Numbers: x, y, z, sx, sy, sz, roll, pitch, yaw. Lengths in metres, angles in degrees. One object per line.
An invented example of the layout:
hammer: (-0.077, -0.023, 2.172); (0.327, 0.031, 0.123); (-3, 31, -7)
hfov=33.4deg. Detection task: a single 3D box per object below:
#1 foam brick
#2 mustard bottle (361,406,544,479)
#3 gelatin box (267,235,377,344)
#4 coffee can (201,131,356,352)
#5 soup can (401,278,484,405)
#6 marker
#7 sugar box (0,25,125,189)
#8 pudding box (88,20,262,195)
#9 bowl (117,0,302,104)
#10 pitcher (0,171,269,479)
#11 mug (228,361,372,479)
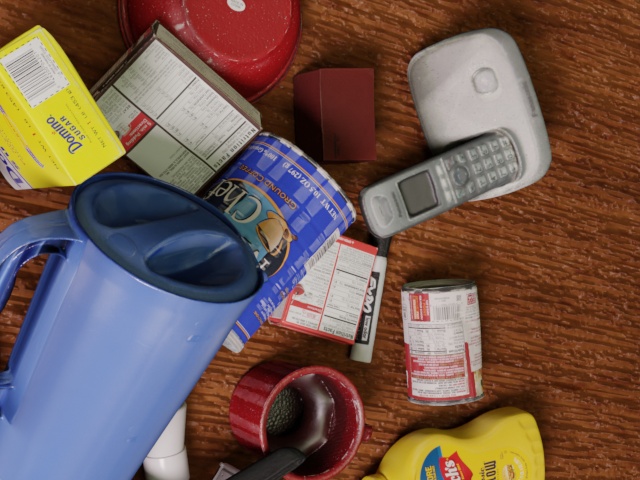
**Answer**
foam brick: (0.012, -0.103, 0.893); (0.052, 0.051, 0.078); (-3, 93, -27)
mustard bottle: (0.109, 0.213, 0.951); (0.191, 0.058, 0.096); (-8, 100, -27)
gelatin box: (0.002, 0.037, 0.905); (0.073, 0.030, 0.089); (19, 82, -28)
coffee can: (-0.055, 0.001, 0.825); (0.140, 0.103, 0.102); (-48, 112, -12)
soup can: (0.107, 0.088, 0.940); (0.068, 0.069, 0.102); (-6, 94, -27)
marker: (0.045, 0.046, 0.933); (0.020, 0.020, 0.121); (12, 86, -27)
sugar box: (-0.196, -0.082, 0.714); (0.048, 0.176, 0.093); (-38, 107, -24)
pudding box: (-0.113, -0.096, 0.813); (0.090, 0.039, 0.113); (-43, 116, 15)
bowl: (-0.075, -0.184, 0.843); (0.161, 0.055, 0.162); (-1, 92, -27)
pitcher: (-0.156, 0.082, 0.716); (0.149, 0.145, 0.243); (32, 115, 1)
mug: (-0.013, 0.145, 0.871); (0.117, 0.082, 0.093); (13, 86, -27)
